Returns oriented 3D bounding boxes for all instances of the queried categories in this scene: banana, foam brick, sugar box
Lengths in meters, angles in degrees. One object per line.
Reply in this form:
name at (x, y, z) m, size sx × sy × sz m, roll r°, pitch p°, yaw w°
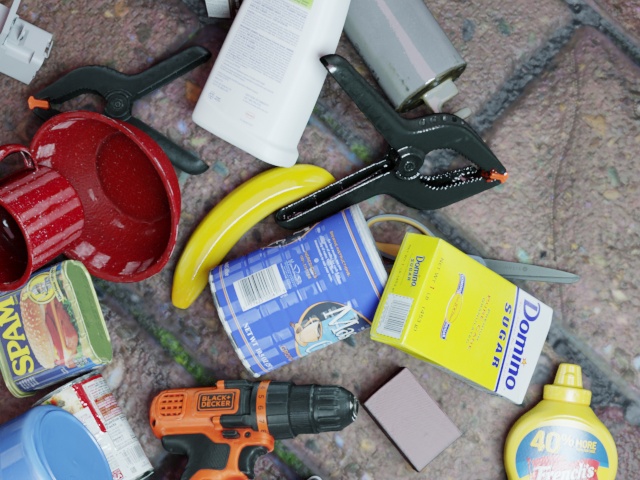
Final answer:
banana at (-0.063, -0.016, 0.969) m, size 0.197 × 0.037 × 0.069 m, roll -32°, pitch 83°, yaw -4°
foam brick at (0.078, 0.156, 0.935) m, size 0.051 × 0.053 × 0.078 m, roll -39°, pitch 83°, yaw -5°
sugar box at (0.124, 0.069, 0.898) m, size 0.176 × 0.048 × 0.093 m, roll 27°, pitch 80°, yaw -39°

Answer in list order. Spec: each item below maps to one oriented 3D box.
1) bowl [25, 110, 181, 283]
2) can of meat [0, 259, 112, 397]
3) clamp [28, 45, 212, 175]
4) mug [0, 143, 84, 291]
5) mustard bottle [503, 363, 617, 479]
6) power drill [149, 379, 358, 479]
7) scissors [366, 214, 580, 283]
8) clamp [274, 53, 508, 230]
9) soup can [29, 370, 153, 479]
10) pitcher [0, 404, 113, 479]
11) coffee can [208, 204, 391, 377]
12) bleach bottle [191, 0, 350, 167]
bowl at (-0.179, -0.046, 0.941) m, size 0.162 × 0.055 × 0.162 m, roll 14°, pitch 121°, yaw 24°
can of meat at (-0.238, 0.076, 0.938) m, size 0.084 × 0.057 × 0.102 m, roll -21°, pitch 82°, yaw 8°
clamp at (-0.179, -0.112, 0.984) m, size 0.171 × 0.039 × 0.120 m, roll -8°, pitch 79°, yaw -2°
mug at (-0.258, -0.026, 0.908) m, size 0.093 × 0.081 × 0.117 m, roll 7°, pitch 117°, yaw 26°
mustard bottle at (0.206, 0.203, 0.925) m, size 0.096 × 0.058 × 0.191 m, roll 7°, pitch 81°, yaw 6°
power drill at (-0.062, 0.204, 0.886) m, size 0.184 × 0.057 × 0.187 m, roll -5°, pitch 53°, yaw 14°
scissors at (0.126, 0.039, 0.971) m, size 0.202 × 0.016 × 0.096 m, roll 22°, pitch 84°, yaw 4°
clamp at (0.065, -0.065, 0.948) m, size 0.209 × 0.036 × 0.165 m, roll 13°, pitch 118°, yaw -24°
soup can at (-0.197, 0.173, 0.926) m, size 0.068 × 0.068 × 0.102 m, roll -30°, pitch 83°, yaw -4°
pitcher at (-0.283, 0.241, 0.860) m, size 0.243 × 0.149 × 0.145 m, roll -32°, pitch 69°, yaw 12°
coffee can at (-0.012, 0.043, 0.918) m, size 0.140 × 0.102 × 0.103 m, roll -24°, pitch 82°, yaw 4°
bleach bottle at (-0.018, -0.197, 0.929) m, size 0.103 × 0.068 × 0.251 m, roll 30°, pitch 100°, yaw 19°
